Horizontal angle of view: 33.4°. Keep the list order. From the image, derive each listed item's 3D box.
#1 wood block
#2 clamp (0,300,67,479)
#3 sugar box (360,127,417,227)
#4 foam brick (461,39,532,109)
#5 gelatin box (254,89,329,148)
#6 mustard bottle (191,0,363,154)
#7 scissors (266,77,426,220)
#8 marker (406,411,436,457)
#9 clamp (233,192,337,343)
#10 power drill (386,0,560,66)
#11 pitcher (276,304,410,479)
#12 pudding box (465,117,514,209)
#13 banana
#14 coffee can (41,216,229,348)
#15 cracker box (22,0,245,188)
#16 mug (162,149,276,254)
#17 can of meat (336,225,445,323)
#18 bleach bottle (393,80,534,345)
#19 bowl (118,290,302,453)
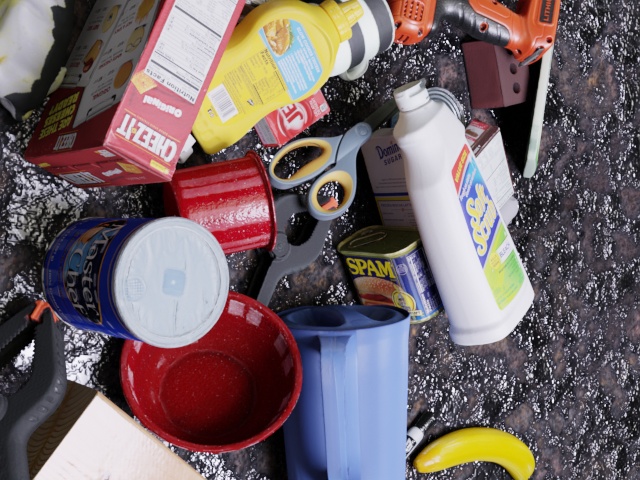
[{"bbox_3d":[-0.164,0.217,0.918,0.206,0.090,0.090,47,65,-29],"label":"wood block"},{"bbox_3d":[-0.251,0.144,0.833,0.209,0.165,0.036,-61,159,-28],"label":"clamp"},{"bbox_3d":[0.105,-0.032,1.114,0.048,0.094,0.176,-23,105,-35],"label":"sugar box"},{"bbox_3d":[0.200,-0.192,1.209,0.052,0.051,0.078,-19,102,-36],"label":"foam brick"},{"bbox_3d":[-0.040,-0.145,1.040,0.073,0.030,0.089,-38,112,-29],"label":"gelatin box"},{"bbox_3d":[-0.045,-0.164,0.970,0.191,0.058,0.096,-32,125,-5],"label":"mustard bottle"},{"bbox_3d":[0.043,-0.087,1.052,0.201,0.016,0.096,-25,75,-18],"label":"scissors"},{"bbox_3d":[0.087,0.229,1.153,0.121,0.020,0.020,-45,116,-28],"label":"marker"},{"bbox_3d":[-0.057,0.001,1.027,0.171,0.039,0.120,-49,121,-25],"label":"clamp"},{"bbox_3d":[0.163,-0.277,1.143,0.187,0.057,0.184,14,76,-12],"label":"power drill"},{"bbox_3d":[0.022,0.186,1.030,0.148,0.145,0.243,-8,99,-40],"label":"pitcher"},{"bbox_3d":[0.166,-0.063,1.166,0.090,0.039,0.113,-48,144,-19],"label":"pudding box"},{"bbox_3d":[0.187,0.247,1.219,0.197,0.037,0.069,22,77,-36],"label":"banana"},{"bbox_3d":[-0.156,0.031,0.886,0.102,0.141,0.103,-1,92,-37],"label":"coffee can"},{"bbox_3d":[-0.144,-0.151,0.876,0.072,0.164,0.213,29,74,-32],"label":"cracker box"},{"bbox_3d":[-0.095,-0.034,0.954,0.081,0.117,0.093,-12,129,-17],"label":"mug"},{"bbox_3d":[0.075,0.035,1.089,0.057,0.102,0.084,-34,113,-33],"label":"can of meat"},{"bbox_3d":[0.126,-0.031,1.028,0.102,0.068,0.251,-42,114,-45],"label":"bleach bottle"},{"bbox_3d":[-0.099,0.125,0.957,0.162,0.055,0.162,5,55,-7],"label":"bowl"}]
